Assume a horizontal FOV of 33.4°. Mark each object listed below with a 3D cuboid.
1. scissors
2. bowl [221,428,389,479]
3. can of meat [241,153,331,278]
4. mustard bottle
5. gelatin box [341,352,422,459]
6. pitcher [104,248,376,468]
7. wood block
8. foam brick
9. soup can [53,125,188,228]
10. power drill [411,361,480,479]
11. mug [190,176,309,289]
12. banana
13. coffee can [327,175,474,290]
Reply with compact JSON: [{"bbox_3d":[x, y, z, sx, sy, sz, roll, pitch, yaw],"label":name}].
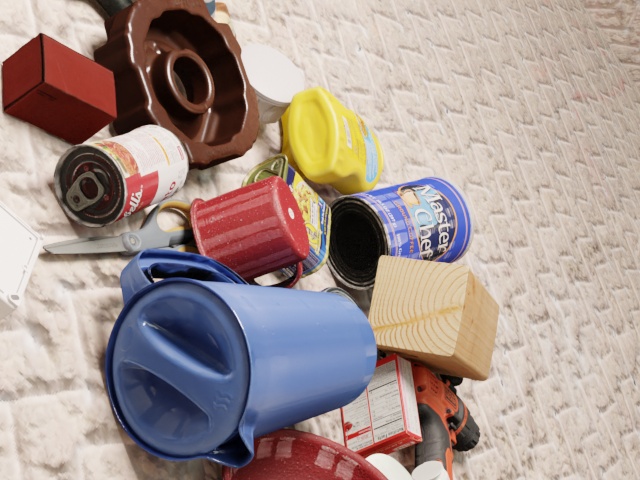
[{"bbox_3d":[-0.147,0.018,0.897,0.096,0.016,0.201,60,29,-3],"label":"scissors"},{"bbox_3d":[-0.011,0.222,0.855,0.162,0.055,0.162,19,23,-9],"label":"bowl"},{"bbox_3d":[-0.035,-0.022,1.072,0.083,0.058,0.102,45,33,-32],"label":"can of meat"},{"bbox_3d":[0.026,-0.098,1.166,0.191,0.058,0.096,19,58,-67],"label":"mustard bottle"},{"bbox_3d":[0.058,0.164,1.040,0.030,0.073,0.089,31,41,-42],"label":"gelatin box"},{"bbox_3d":[-0.056,0.088,0.877,0.242,0.145,0.149,4,92,-61],"label":"pitcher"},{"bbox_3d":[0.122,0.085,1.108,0.206,0.091,0.090,38,62,-68],"label":"wood block"},{"bbox_3d":[-0.213,-0.123,0.874,0.078,0.053,0.051,27,44,-47],"label":"foam brick"},{"bbox_3d":[-0.162,-0.055,0.882,0.068,0.069,0.102,61,28,-2],"label":"soup can"},{"bbox_3d":[0.129,0.237,1.102,0.184,0.057,0.187,45,32,-47],"label":"power drill"},{"bbox_3d":[-0.056,0.001,0.970,0.093,0.081,0.117,-88,156,-61],"label":"mug"},{"bbox_3d":[-0.033,-0.121,1.181,0.069,0.037,0.197,43,34,-31],"label":"banana"},{"bbox_3d":[0.085,-0.010,1.166,0.140,0.103,0.103,-15,77,-41],"label":"coffee can"}]
